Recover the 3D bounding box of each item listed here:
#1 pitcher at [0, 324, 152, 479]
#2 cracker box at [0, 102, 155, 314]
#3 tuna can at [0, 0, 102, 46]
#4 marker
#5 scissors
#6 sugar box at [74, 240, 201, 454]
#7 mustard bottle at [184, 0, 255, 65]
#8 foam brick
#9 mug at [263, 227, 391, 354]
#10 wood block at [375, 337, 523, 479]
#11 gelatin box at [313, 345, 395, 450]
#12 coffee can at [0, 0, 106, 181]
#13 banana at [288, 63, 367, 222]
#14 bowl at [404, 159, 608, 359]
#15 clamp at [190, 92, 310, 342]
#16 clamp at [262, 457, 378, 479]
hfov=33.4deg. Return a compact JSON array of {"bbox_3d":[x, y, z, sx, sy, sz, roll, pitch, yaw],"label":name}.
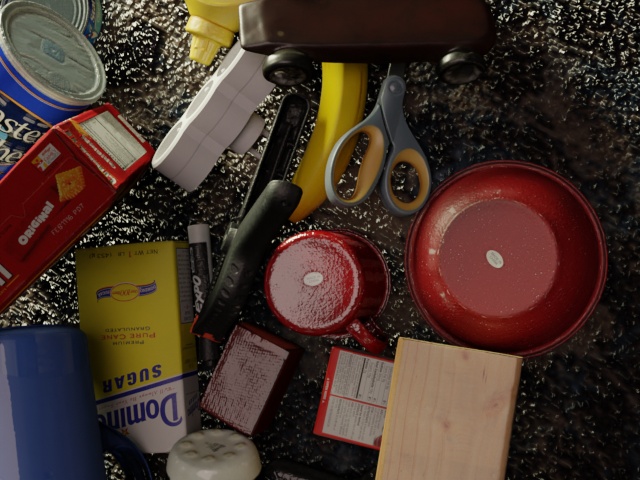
[{"bbox_3d":[-0.215,0.191,0.826,0.145,0.149,0.243,-8,81,9],"label":"pitcher"},{"bbox_3d":[-0.218,-0.021,0.841,0.164,0.213,0.072,-44,99,8],"label":"cracker box"},{"bbox_3d":[-0.237,-0.199,0.946,0.086,0.033,0.086,-1,88,14],"label":"tuna can"},{"bbox_3d":[-0.098,0.047,0.908,0.020,0.020,0.121,-7,86,14],"label":"marker"},{"bbox_3d":[0.072,-0.106,0.866,0.096,0.016,0.201,32,76,-13],"label":"scissors"},{"bbox_3d":[-0.155,0.091,0.908,0.093,0.048,0.176,-6,85,14],"label":"sugar box"},{"bbox_3d":[-0.068,-0.239,0.892,0.096,0.058,0.191,22,93,14],"label":"mustard bottle"},{"bbox_3d":[-0.056,0.113,0.878,0.051,0.053,0.078,25,93,14],"label":"foam brick"},{"bbox_3d":[0.011,0.043,0.848,0.093,0.081,0.117,-39,79,10],"label":"mug"},{"bbox_3d":[0.089,0.180,0.782,0.090,0.090,0.206,8,86,13],"label":"wood block"},{"bbox_3d":[0.046,0.130,0.863,0.089,0.030,0.073,12,89,14],"label":"gelatin box"},{"bbox_3d":[-0.263,-0.117,0.896,0.140,0.102,0.103,-37,79,28],"label":"coffee can"},{"bbox_3d":[0.006,-0.113,0.882,0.070,0.037,0.198,0,87,32],"label":"banana"},{"bbox_3d":[0.141,0.014,0.830,0.162,0.055,0.162,-1,87,15],"label":"bowl"},{"bbox_3d":[-0.055,0.001,0.830,0.036,0.164,0.210,21,113,-9],"label":"clamp"},{"bbox_3d":[0.041,0.230,0.857,0.172,0.039,0.120,-6,97,17],"label":"clamp"}]
